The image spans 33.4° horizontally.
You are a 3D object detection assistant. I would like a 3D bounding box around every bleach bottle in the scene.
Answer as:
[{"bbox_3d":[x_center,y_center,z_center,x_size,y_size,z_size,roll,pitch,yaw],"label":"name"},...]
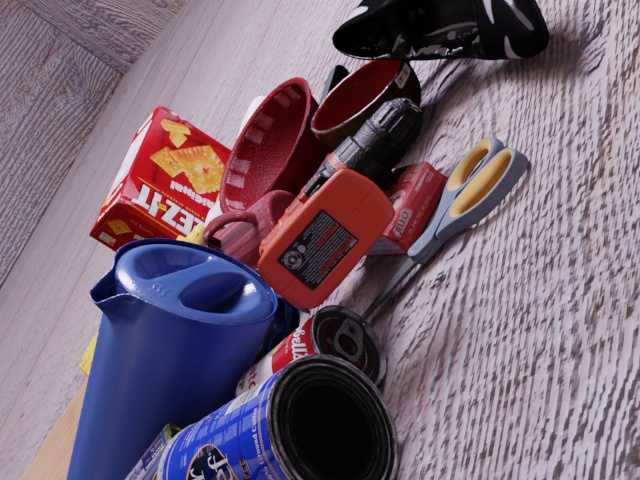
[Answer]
[{"bbox_3d":[-0.088,-0.051,1.213,0.103,0.068,0.250,113,176,-48],"label":"bleach bottle"}]

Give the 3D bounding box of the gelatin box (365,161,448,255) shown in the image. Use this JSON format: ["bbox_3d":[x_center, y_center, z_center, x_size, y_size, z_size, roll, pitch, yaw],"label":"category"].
[{"bbox_3d":[0.061,-0.025,0.892,0.073,0.030,0.089,-60,19,-14],"label":"gelatin box"}]

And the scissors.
[{"bbox_3d":[0.084,-0.008,0.829,0.202,0.016,0.096,-44,20,30],"label":"scissors"}]

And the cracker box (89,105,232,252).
[{"bbox_3d":[-0.161,-0.046,1.267,0.072,0.164,0.213,-46,20,33],"label":"cracker box"}]

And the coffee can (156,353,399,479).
[{"bbox_3d":[-0.031,0.148,0.709,0.141,0.102,0.102,-37,26,43],"label":"coffee can"}]

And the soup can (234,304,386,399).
[{"bbox_3d":[-0.009,0.102,0.790,0.102,0.068,0.068,-42,23,36],"label":"soup can"}]

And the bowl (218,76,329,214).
[{"bbox_3d":[-0.039,-0.085,1.099,0.162,0.055,0.162,-43,31,34],"label":"bowl"}]

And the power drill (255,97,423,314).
[{"bbox_3d":[0.017,-0.029,0.826,0.184,0.057,0.187,-51,5,11],"label":"power drill"}]

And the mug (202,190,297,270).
[{"bbox_3d":[-0.057,0.001,1.013,0.082,0.117,0.093,-38,45,31],"label":"mug"}]

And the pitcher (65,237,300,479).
[{"bbox_3d":[-0.123,0.130,0.878,0.145,0.149,0.243,-57,-12,-67],"label":"pitcher"}]
